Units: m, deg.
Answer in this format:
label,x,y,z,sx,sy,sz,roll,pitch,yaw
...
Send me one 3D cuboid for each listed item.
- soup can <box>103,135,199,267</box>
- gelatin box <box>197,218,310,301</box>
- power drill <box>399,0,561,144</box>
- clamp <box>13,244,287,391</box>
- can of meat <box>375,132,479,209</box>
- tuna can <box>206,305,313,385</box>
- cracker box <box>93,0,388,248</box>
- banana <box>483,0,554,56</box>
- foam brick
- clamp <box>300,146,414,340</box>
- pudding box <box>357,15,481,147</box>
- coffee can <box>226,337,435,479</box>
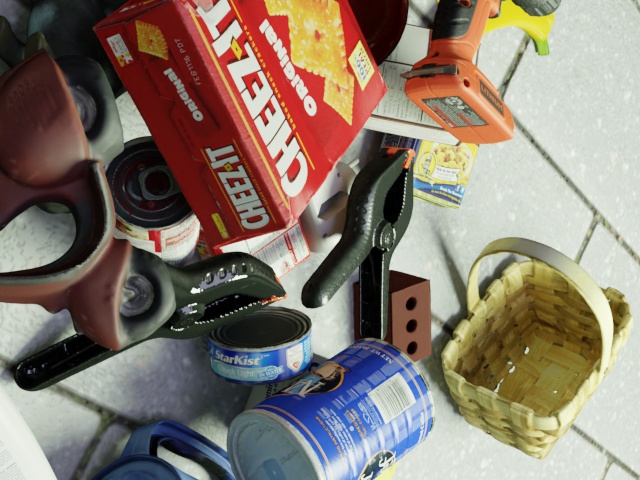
label,x,y,z,sx,sy,sz,roll,pitch,yaw
soup can,-0.117,-0.021,0.749,0.068,0.068,0.102,-52,173,-21
gelatin box,-0.056,0.001,0.874,0.089,0.030,0.073,-36,122,-30
power drill,0.136,-0.177,0.868,0.184,0.057,0.187,29,66,-45
clamp,-0.114,0.051,0.781,0.209,0.036,0.165,-3,147,-50
can of meat,0.098,-0.080,0.980,0.101,0.058,0.084,16,92,-44
tuna can,-0.049,0.084,0.863,0.085,0.086,0.034,-19,115,-39
cracker box,-0.040,-0.122,0.733,0.164,0.072,0.213,63,32,-21
banana,0.172,-0.209,1.029,0.197,0.037,0.069,-11,107,-41
foam brick,0.067,0.074,0.992,0.052,0.051,0.078,-18,112,-39
clamp,0.036,-0.002,0.891,0.120,0.039,0.171,24,76,-61
pudding box,0.075,-0.136,0.909,0.113,0.039,0.090,10,79,-7
coffee can,0.010,0.152,0.853,0.140,0.103,0.103,-28,118,-42
